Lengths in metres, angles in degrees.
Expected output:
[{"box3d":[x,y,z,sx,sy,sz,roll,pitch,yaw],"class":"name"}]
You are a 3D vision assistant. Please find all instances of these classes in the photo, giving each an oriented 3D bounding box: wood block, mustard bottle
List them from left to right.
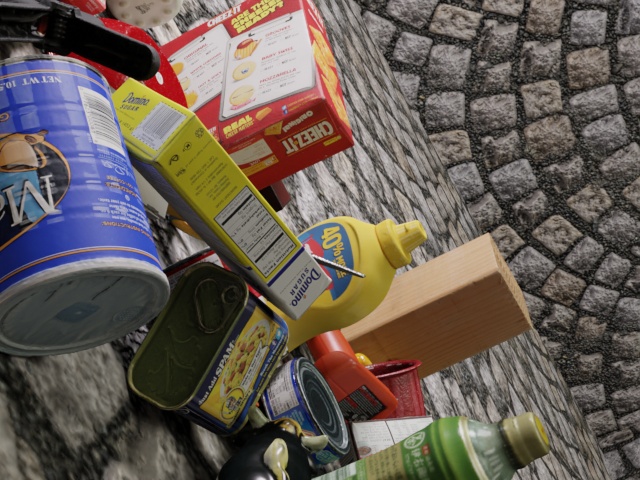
[{"box3d":[0.000,0.033,0.887,0.058,0.192,0.096,49,20,-46],"class":"mustard bottle"},{"box3d":[0.121,0.088,1.200,0.090,0.206,0.090,58,15,-22],"class":"wood block"}]

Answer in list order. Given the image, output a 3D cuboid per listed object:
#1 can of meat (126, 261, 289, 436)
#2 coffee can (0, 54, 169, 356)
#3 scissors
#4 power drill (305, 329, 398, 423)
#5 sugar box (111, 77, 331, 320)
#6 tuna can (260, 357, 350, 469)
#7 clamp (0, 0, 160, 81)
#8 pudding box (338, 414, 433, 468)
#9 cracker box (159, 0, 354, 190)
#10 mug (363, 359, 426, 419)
[{"box3d":[-0.073,0.078,0.741,0.058,0.102,0.083,22,-14,31],"class":"can of meat"},{"box3d":[-0.153,-0.019,0.607,0.102,0.103,0.140,36,31,-62],"class":"coffee can"},{"box3d":[-0.056,0.001,0.865,0.202,0.016,0.096,24,-14,9],"class":"scissors"},{"box3d":[-0.009,0.079,0.988,0.184,0.057,0.188,46,10,-44],"class":"power drill"},{"box3d":[-0.070,-0.026,0.716,0.093,0.048,0.176,33,-11,47],"class":"sugar box"},{"box3d":[-0.011,0.135,0.830,0.086,0.034,0.086,57,13,-21],"class":"tuna can"},{"box3d":[-0.177,-0.147,0.755,0.120,0.039,0.171,20,13,-18],"class":"clamp"},{"box3d":[0.070,0.210,0.926,0.089,0.039,0.113,1,55,-26],"class":"pudding box"},{"box3d":[-0.067,-0.140,1.018,0.072,0.164,0.214,54,17,-40],"class":"cracker box"},{"box3d":[0.054,0.171,1.065,0.117,0.093,0.081,-11,91,-38],"class":"mug"}]
